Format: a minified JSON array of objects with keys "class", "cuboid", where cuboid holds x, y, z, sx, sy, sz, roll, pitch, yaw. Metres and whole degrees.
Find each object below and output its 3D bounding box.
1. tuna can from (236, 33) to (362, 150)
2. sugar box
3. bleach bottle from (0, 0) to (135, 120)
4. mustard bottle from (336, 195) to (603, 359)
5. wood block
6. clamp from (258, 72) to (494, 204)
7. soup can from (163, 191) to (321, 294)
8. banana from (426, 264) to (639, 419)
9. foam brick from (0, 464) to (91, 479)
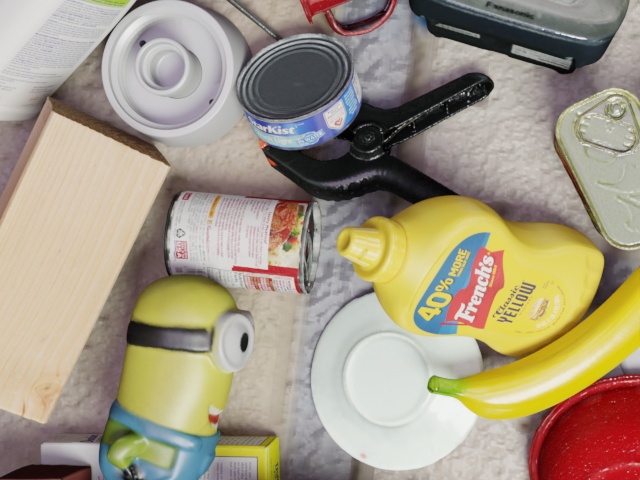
[{"class":"tuna can","cuboid":[-0.014,-0.105,0.756,0.086,0.033,0.086,-10,50,12]},{"class":"sugar box","cuboid":[-0.119,0.194,0.800,0.176,0.048,0.093,0,91,13]},{"class":"bleach bottle","cuboid":[-0.162,-0.178,0.730,0.251,0.102,0.068,-35,80,27]},{"class":"mustard bottle","cuboid":[0.092,0.020,0.696,0.191,0.058,0.096,15,117,-33]},{"class":"wood block","cuboid":[-0.197,0.012,0.771,0.090,0.090,0.206,24,97,-21]},{"class":"clamp","cuboid":[0.042,-0.056,0.754,0.171,0.039,0.120,-8,57,13]},{"class":"soup can","cuboid":[-0.055,0.001,0.771,0.102,0.068,0.068,5,92,10]},{"class":"banana","cuboid":[0.170,0.068,0.701,0.198,0.069,0.037,-34,48,12]},{"class":"foam brick","cuboid":[-0.197,0.203,0.766,0.053,0.051,0.078,-1,91,13]}]
